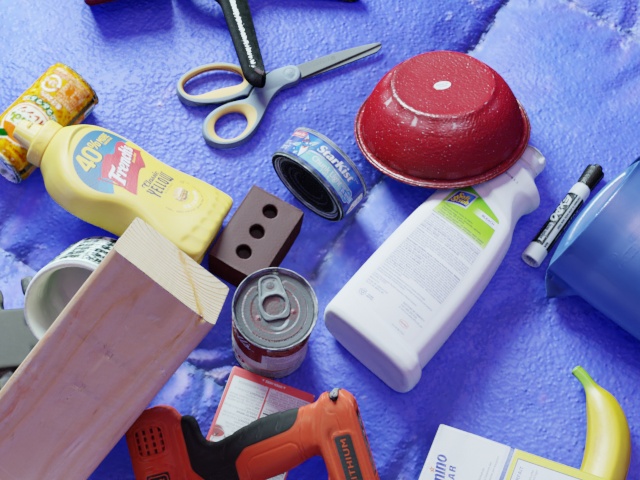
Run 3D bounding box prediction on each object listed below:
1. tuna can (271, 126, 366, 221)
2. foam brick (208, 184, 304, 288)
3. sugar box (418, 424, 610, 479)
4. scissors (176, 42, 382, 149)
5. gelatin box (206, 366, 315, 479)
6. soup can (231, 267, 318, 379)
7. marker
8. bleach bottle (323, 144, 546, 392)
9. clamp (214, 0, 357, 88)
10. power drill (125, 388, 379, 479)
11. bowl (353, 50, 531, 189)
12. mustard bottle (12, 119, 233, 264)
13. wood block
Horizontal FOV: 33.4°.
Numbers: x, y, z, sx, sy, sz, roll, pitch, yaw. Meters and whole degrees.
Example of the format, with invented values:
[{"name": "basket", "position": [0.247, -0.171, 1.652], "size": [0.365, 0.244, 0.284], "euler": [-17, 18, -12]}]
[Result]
[{"name": "tuna can", "position": [-0.002, -0.057, 0.939], "size": [0.086, 0.086, 0.033], "euler": [40, 73, 10]}, {"name": "foam brick", "position": [-0.056, 0.001, 0.931], "size": [0.053, 0.051, 0.078], "euler": [29, 69, 6]}, {"name": "sugar box", "position": [0.163, 0.218, 0.842], "size": [0.176, 0.048, 0.093], "euler": [15, 66, 25]}, {"name": "scissors", "position": [-0.034, -0.137, 1.005], "size": [0.201, 0.016, 0.096], "euler": [-6, 71, -7]}, {"name": "gelatin box", "position": [-0.053, 0.159, 0.882], "size": [0.073, 0.030, 0.089], "euler": [19, 71, 2]}, {"name": "soup can", "position": [-0.039, 0.071, 0.878], "size": [0.068, 0.102, 0.068], "euler": [2, 69, -4]}, {"name": "marker", "position": [0.225, -0.025, 0.982], "size": [0.020, 0.020, 0.121], "euler": [36, 71, 9]}, {"name": "bleach bottle", "position": [0.119, 0.010, 0.937], "size": [0.102, 0.068, 0.250], "euler": [41, 69, 12]}, {"name": "clamp", "position": [-0.071, -0.258, 1.026], "size": [0.164, 0.036, 0.210], "euler": [-39, 80, -28]}, {"name": "power drill", "position": [-0.047, 0.202, 0.823], "size": [0.187, 0.057, 0.184], "euler": [-15, 87, 2]}, {"name": "bowl", "position": [0.110, -0.121, 0.960], "size": [0.162, 0.055, 0.162], "euler": [-3, 48, 3]}, {"name": "mustard bottle", "position": [-0.175, -0.048, 0.913], "size": [0.191, 0.058, 0.096], "euler": [29, 39, -3]}, {"name": "wood block", "position": [-0.168, 0.097, 0.783], "size": [0.090, 0.091, 0.206], "euler": [39, 103, -7]}]
